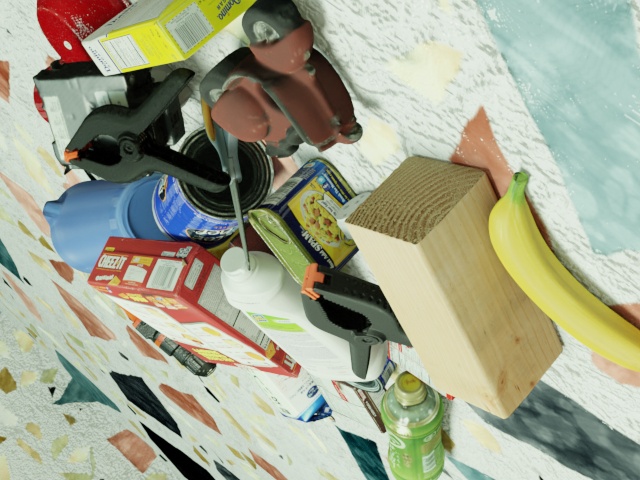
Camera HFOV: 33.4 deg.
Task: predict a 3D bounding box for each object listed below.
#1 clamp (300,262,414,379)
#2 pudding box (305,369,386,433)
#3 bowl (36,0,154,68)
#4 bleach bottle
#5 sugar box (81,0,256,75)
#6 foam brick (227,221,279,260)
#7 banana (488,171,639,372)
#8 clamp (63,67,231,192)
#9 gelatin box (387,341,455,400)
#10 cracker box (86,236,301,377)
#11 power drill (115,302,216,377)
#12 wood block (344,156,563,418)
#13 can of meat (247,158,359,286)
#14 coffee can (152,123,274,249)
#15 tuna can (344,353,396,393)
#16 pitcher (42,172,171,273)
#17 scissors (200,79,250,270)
[{"bbox_3d":[0.044,0.084,1.027,0.165,0.036,0.209,-18,140,42],"label":"clamp"},{"bbox_3d":[0.039,0.193,1.372,0.114,0.039,0.090,17,145,53],"label":"pudding box"},{"bbox_3d":[-0.250,-0.225,1.135,0.162,0.055,0.162,38,157,19],"label":"bowl"},{"bbox_3d":[-0.022,0.074,1.117,0.103,0.068,0.250,-1,153,28],"label":"bleach bottle"},{"bbox_3d":[-0.136,-0.192,0.940,0.048,0.093,0.176,55,157,-20],"label":"sugar box"},{"bbox_3d":[-0.058,0.001,1.158,0.051,0.078,0.053,41,159,6],"label":"foam brick"},{"bbox_3d":[0.190,0.035,0.832,0.198,0.037,0.070,49,159,-9],"label":"banana"},{"bbox_3d":[-0.170,-0.103,1.004,0.172,0.039,0.120,2,112,21],"label":"clamp"},{"bbox_3d":[0.112,0.121,1.128,0.089,0.030,0.073,34,157,26],"label":"gelatin box"},{"bbox_3d":[-0.134,0.076,1.224,0.164,0.072,0.213,4,154,44],"label":"cracker box"},{"bbox_3d":[-0.192,0.103,1.477,0.184,0.057,0.187,45,-167,5],"label":"power drill"},{"bbox_3d":[0.117,0.040,0.900,0.091,0.090,0.206,18,146,50],"label":"wood block"},{"bbox_3d":[-0.006,-0.016,1.025,0.102,0.083,0.058,52,157,-17],"label":"can of meat"},{"bbox_3d":[-0.116,-0.054,1.131,0.103,0.102,0.140,47,158,-3],"label":"coffee can"},{"bbox_3d":[0.044,0.143,1.259,0.086,0.033,0.086,26,156,13],"label":"tuna can"},{"bbox_3d":[-0.250,-0.022,1.416,0.243,0.149,0.145,-5,111,59],"label":"pitcher"},{"bbox_3d":[-0.080,-0.081,1.008,0.096,0.016,0.202,121,137,-52],"label":"scissors"}]
